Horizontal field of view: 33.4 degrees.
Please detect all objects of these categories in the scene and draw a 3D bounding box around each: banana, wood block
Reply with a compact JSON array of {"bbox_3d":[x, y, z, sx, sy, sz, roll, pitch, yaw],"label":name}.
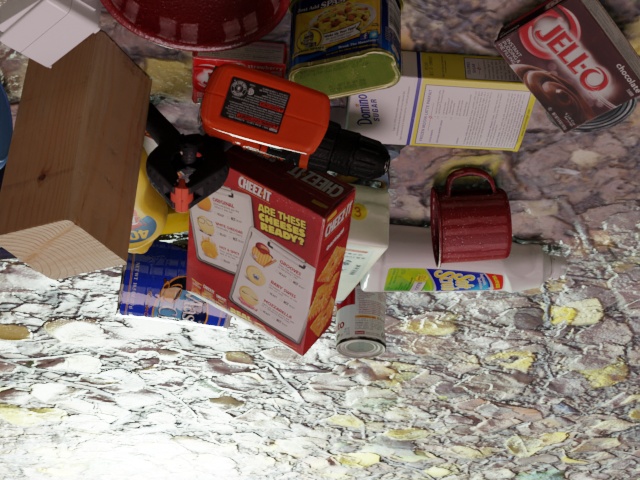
[{"bbox_3d":[-0.184,-0.036,1.252,0.198,0.037,0.069,-11,127,19],"label":"banana"},{"bbox_3d":[-0.229,-0.080,0.998,0.091,0.206,0.090,-12,148,24],"label":"wood block"}]

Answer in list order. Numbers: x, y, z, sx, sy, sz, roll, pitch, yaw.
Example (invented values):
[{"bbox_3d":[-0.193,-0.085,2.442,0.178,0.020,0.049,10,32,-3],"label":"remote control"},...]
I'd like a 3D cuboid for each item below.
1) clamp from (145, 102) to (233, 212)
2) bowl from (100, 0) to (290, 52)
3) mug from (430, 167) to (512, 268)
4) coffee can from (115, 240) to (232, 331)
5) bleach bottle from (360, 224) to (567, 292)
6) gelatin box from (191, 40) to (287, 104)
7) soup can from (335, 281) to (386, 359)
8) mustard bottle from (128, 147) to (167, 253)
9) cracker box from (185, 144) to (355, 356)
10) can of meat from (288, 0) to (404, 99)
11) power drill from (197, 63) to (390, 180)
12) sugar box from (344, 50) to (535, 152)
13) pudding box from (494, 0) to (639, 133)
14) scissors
[{"bbox_3d":[-0.136,-0.088,1.040,0.120,0.171,0.039,3,124,9],"label":"clamp"},{"bbox_3d":[-0.103,-0.227,0.881,0.162,0.055,0.162,2,151,1],"label":"bowl"},{"bbox_3d":[0.169,-0.028,1.200,0.081,0.093,0.117,-4,114,0],"label":"mug"},{"bbox_3d":[-0.180,0.054,1.339,0.140,0.103,0.103,8,150,-10],"label":"coffee can"},{"bbox_3d":[0.178,0.025,1.307,0.250,0.068,0.103,2,152,-4],"label":"bleach bottle"},{"bbox_3d":[-0.079,-0.160,1.025,0.089,0.030,0.073,4,150,-4],"label":"gelatin box"},{"bbox_3d":[0.054,0.097,1.400,0.068,0.102,0.068,2,151,1],"label":"soup can"},{"bbox_3d":[-0.219,-0.041,1.170,0.096,0.058,0.191,0,150,7],"label":"mustard bottle"},{"bbox_3d":[-0.058,0.001,1.144,0.164,0.072,0.214,28,137,18],"label":"cracker box"},{"bbox_3d":[0.022,-0.175,0.936,0.102,0.084,0.057,-9,149,19],"label":"can of meat"},{"bbox_3d":[-0.026,-0.098,0.946,0.184,0.057,0.187,15,178,3],"label":"power drill"},{"bbox_3d":[0.114,-0.135,1.033,0.176,0.048,0.093,6,140,-1],"label":"sugar box"},{"bbox_3d":[0.225,-0.162,0.950,0.113,0.039,0.090,46,135,-17],"label":"pudding box"},{"bbox_3d":[0.081,-0.087,1.159,0.202,0.016,0.096,-19,146,33],"label":"scissors"}]
